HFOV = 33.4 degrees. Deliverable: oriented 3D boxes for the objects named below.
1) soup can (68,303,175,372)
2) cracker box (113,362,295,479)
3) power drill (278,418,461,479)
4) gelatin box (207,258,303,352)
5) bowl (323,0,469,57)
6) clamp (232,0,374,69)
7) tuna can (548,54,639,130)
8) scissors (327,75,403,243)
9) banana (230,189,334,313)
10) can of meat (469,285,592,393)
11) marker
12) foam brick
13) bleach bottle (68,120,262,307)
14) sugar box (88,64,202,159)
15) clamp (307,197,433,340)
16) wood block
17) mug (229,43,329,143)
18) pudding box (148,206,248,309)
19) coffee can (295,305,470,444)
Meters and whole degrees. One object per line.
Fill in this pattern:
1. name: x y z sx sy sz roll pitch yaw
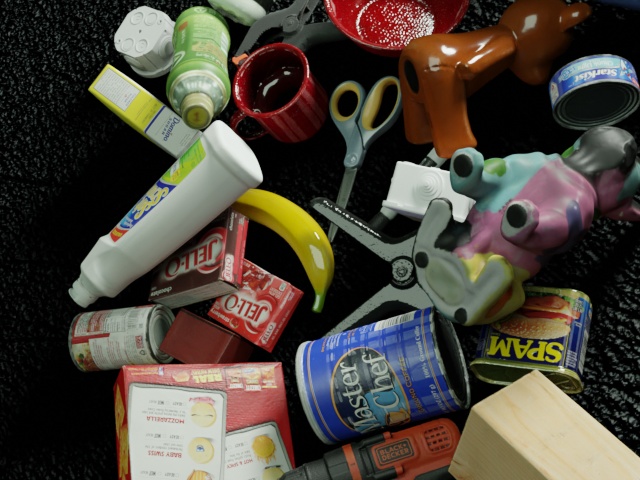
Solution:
1. soup can: -0.216 0.108 1.178 0.102 0.068 0.068 -8 66 21
2. cracker box: -0.110 0.228 1.031 0.164 0.072 0.214 1 62 -19
3. power drill: 0.065 0.268 0.965 0.184 0.057 0.188 -19 64 -2
4. gelatin box: -0.069 0.068 1.139 0.089 0.030 0.073 27 84 44
5. bowl: 0.084 -0.258 1.187 0.162 0.055 0.162 -2 60 3
6. clamp: -0.021 -0.244 1.257 0.171 0.039 0.120 -41 55 4
7. tuna can: 0.270 -0.146 1.052 0.086 0.086 0.034 -14 62 19
8. scissors: 0.025 -0.100 1.186 0.096 0.016 0.201 25 81 32
9. banana: -0.042 -0.009 1.166 0.069 0.037 0.198 -44 58 1
10. can of meat: 0.199 0.091 0.999 0.102 0.057 0.084 4 65 25
11. marker: 0.090 -0.050 1.133 0.121 0.020 0.020 -49 58 -1
12. foam brick: -0.121 0.115 1.140 0.078 0.053 0.051 22 79 31
13. bleach bottle: -0.176 -0.016 1.152 0.251 0.068 0.102 -43 25 10
14. sugar box: -0.186 -0.134 1.252 0.176 0.093 0.048 39 90 33
15. clamp: 0.080 0.044 1.078 0.210 0.036 0.164 5 86 16
16. wood block: 0.219 0.219 0.899 0.090 0.091 0.206 -23 50 -34
17. mug: -0.049 -0.154 1.205 0.117 0.081 0.093 -39 58 5
18. pudding box: -0.134 0.021 1.174 0.114 0.039 0.090 -19 54 37
19. coffee can: 0.060 0.129 1.021 0.140 0.102 0.103 -18 62 17
